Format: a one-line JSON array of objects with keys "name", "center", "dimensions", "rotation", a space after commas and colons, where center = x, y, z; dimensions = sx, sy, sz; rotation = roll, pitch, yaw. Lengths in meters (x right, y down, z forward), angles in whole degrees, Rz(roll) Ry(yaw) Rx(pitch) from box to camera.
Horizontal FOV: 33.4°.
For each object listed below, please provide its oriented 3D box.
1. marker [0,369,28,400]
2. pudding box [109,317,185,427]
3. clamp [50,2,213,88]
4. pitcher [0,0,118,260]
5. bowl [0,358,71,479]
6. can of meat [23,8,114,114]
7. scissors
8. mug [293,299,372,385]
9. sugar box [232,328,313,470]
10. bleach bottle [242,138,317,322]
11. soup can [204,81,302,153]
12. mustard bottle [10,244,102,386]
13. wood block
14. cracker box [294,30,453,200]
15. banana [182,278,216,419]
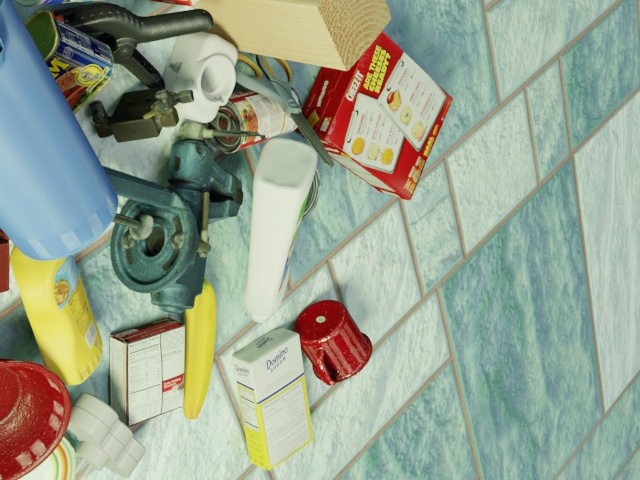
[{"name": "marker", "center": [-0.319, 0.169, 1.168], "dimensions": [0.020, 0.020, 0.121], "rotation": [-59, 138, -14]}, {"name": "pudding box", "center": [-0.207, 0.157, 1.275], "dimensions": [0.089, 0.039, 0.113], "rotation": [-14, 112, -44]}, {"name": "clamp", "center": [-0.208, -0.204, 1.120], "dimensions": [0.171, 0.039, 0.120], "rotation": [0, 141, -32]}, {"name": "pitcher", "center": [-0.289, -0.102, 0.965], "dimensions": [0.145, 0.149, 0.242], "rotation": [-19, 129, 8]}, {"name": "bowl", "center": [-0.343, 0.178, 1.099], "dimensions": [0.161, 0.055, 0.162], "rotation": [-19, 128, -27]}, {"name": "can of meat", "center": [-0.265, -0.167, 1.047], "dimensions": [0.102, 0.057, 0.083], "rotation": [-35, 150, 22]}, {"name": "scissors", "center": [-0.053, -0.160, 1.238], "dimensions": [0.096, 0.202, 0.016], "rotation": [5, 136, -28]}, {"name": "mug", "center": [0.012, 0.144, 1.468], "dimensions": [0.081, 0.093, 0.117], "rotation": [59, 31, -37]}, {"name": "sugar box", "center": [-0.064, 0.215, 1.452], "dimensions": [0.093, 0.048, 0.176], "rotation": [-28, 120, -39]}, {"name": "bleach bottle", "center": [-0.059, 0.002, 1.325], "dimensions": [0.102, 0.068, 0.251], "rotation": [-74, 177, -47]}, {"name": "soup can", "center": [-0.080, -0.150, 1.279], "dimensions": [0.102, 0.069, 0.068], "rotation": [-24, 121, -42]}, {"name": "mustard bottle", "center": [-0.281, 0.052, 1.118], "dimensions": [0.096, 0.058, 0.191], "rotation": [-83, 164, -60]}, {"name": "wood block", "center": [-0.037, -0.262, 1.176], "dimensions": [0.090, 0.206, 0.090], "rotation": [-52, 136, -22]}, {"name": "cracker box", "center": [0.076, -0.172, 1.442], "dimensions": [0.213, 0.072, 0.164], "rotation": [31, 80, -48]}, {"name": "banana", "center": [-0.152, 0.122, 1.311], "dimensions": [0.069, 0.037, 0.198], "rotation": [-58, 155, -63]}]
